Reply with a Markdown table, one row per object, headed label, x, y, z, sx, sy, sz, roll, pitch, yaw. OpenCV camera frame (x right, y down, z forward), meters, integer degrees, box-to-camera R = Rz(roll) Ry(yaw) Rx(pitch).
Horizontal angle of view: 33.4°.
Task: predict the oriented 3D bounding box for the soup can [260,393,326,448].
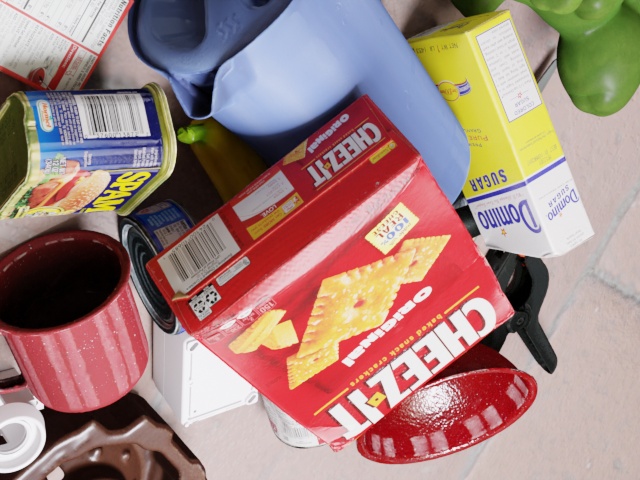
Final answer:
| label | x | y | z | sx | sy | sz | roll | pitch | yaw |
| --- | --- | --- | --- | --- | --- | --- | --- | --- | --- |
| soup can | -0.016 | 0.103 | 0.823 | 0.068 | 0.069 | 0.102 | -31 | 130 | -21 |

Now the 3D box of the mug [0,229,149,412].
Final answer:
| label | x | y | z | sx | sy | sz | roll | pitch | yaw |
| --- | --- | --- | --- | --- | --- | --- | --- | --- | --- |
| mug | -0.165 | 0.058 | 0.667 | 0.117 | 0.093 | 0.081 | -28 | 134 | -20 |

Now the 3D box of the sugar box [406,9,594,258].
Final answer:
| label | x | y | z | sx | sy | sz | roll | pitch | yaw |
| --- | --- | --- | --- | --- | --- | --- | --- | --- | --- |
| sugar box | 0.127 | -0.074 | 0.774 | 0.048 | 0.093 | 0.176 | -28 | 105 | -19 |

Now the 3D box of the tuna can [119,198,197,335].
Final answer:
| label | x | y | z | sx | sy | sz | roll | pitch | yaw |
| --- | --- | --- | --- | --- | --- | --- | --- | --- | --- |
| tuna can | -0.098 | 0.018 | 0.696 | 0.033 | 0.086 | 0.086 | -23 | 127 | -24 |

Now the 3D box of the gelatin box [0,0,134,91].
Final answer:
| label | x | y | z | sx | sy | sz | roll | pitch | yaw |
| --- | --- | --- | --- | --- | --- | --- | --- | --- | --- |
| gelatin box | -0.161 | -0.127 | 0.602 | 0.089 | 0.030 | 0.073 | 26 | 96 | -44 |

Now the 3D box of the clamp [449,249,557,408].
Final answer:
| label | x | y | z | sx | sy | sz | roll | pitch | yaw |
| --- | --- | --- | --- | --- | --- | --- | --- | --- | --- |
| clamp | 0.180 | 0.069 | 0.977 | 0.120 | 0.039 | 0.171 | -11 | 121 | -35 |

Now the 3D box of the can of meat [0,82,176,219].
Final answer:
| label | x | y | z | sx | sy | sz | roll | pitch | yaw |
| --- | --- | --- | --- | --- | --- | --- | --- | --- | --- |
| can of meat | -0.143 | -0.050 | 0.616 | 0.083 | 0.102 | 0.057 | -6 | 76 | -33 |

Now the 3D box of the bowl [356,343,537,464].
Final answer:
| label | x | y | z | sx | sy | sz | roll | pitch | yaw |
| --- | --- | --- | --- | --- | --- | --- | --- | --- | --- |
| bowl | 0.101 | 0.131 | 0.914 | 0.162 | 0.055 | 0.162 | -13 | 147 | -9 |

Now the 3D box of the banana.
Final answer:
| label | x | y | z | sx | sy | sz | roll | pitch | yaw |
| --- | --- | --- | --- | --- | --- | --- | --- | --- | --- |
| banana | -0.050 | -0.014 | 0.731 | 0.197 | 0.037 | 0.069 | 65 | 36 | -34 |

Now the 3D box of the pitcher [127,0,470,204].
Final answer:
| label | x | y | z | sx | sy | sz | roll | pitch | yaw |
| --- | --- | --- | --- | --- | --- | --- | --- | --- | --- |
| pitcher | 0.004 | -0.109 | 0.686 | 0.149 | 0.145 | 0.242 | -42 | 138 | 6 |

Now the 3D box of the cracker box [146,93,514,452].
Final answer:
| label | x | y | z | sx | sy | sz | roll | pitch | yaw |
| --- | --- | --- | --- | --- | --- | --- | --- | --- | --- |
| cracker box | 0.018 | 0.033 | 0.675 | 0.164 | 0.072 | 0.213 | -38 | 142 | 2 |
